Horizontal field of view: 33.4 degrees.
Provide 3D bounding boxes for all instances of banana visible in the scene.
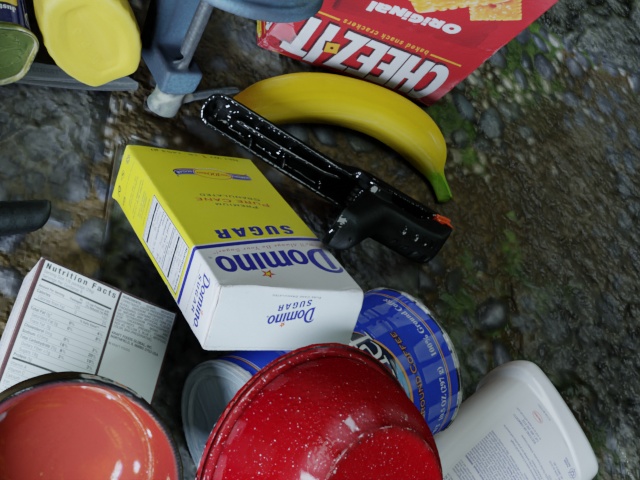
[{"bbox_3d":[0.023,-0.091,0.801,0.197,0.037,0.069,18,57,-24],"label":"banana"}]

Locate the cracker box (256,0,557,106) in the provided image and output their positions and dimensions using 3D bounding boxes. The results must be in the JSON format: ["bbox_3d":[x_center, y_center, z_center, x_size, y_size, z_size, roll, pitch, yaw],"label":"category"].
[{"bbox_3d":[0.072,-0.193,0.771,0.164,0.214,0.072,16,60,-25],"label":"cracker box"}]

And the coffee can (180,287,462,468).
[{"bbox_3d":[0.002,0.098,0.645,0.140,0.103,0.103,-21,78,-38],"label":"coffee can"}]

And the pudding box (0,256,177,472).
[{"bbox_3d":[-0.140,0.077,0.609,0.090,0.039,0.113,25,54,-19],"label":"pudding box"}]

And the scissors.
[{"bbox_3d":[-0.220,-0.125,0.679,0.201,0.016,0.096,-15,75,-37],"label":"scissors"}]

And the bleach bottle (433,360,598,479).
[{"bbox_3d":[0.069,0.177,0.674,0.250,0.068,0.102,-29,83,-37],"label":"bleach bottle"}]

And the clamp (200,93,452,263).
[{"bbox_3d":[0.019,-0.033,0.733,0.165,0.036,0.209,44,16,32],"label":"clamp"}]

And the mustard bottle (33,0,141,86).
[{"bbox_3d":[-0.170,-0.201,0.699,0.058,0.096,0.192,-21,64,1],"label":"mustard bottle"}]

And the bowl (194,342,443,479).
[{"bbox_3d":[0.013,0.136,0.552,0.161,0.055,0.162,-4,96,-40],"label":"bowl"}]

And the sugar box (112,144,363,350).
[{"bbox_3d":[-0.054,0.001,0.639,0.093,0.048,0.176,4,25,-31],"label":"sugar box"}]
